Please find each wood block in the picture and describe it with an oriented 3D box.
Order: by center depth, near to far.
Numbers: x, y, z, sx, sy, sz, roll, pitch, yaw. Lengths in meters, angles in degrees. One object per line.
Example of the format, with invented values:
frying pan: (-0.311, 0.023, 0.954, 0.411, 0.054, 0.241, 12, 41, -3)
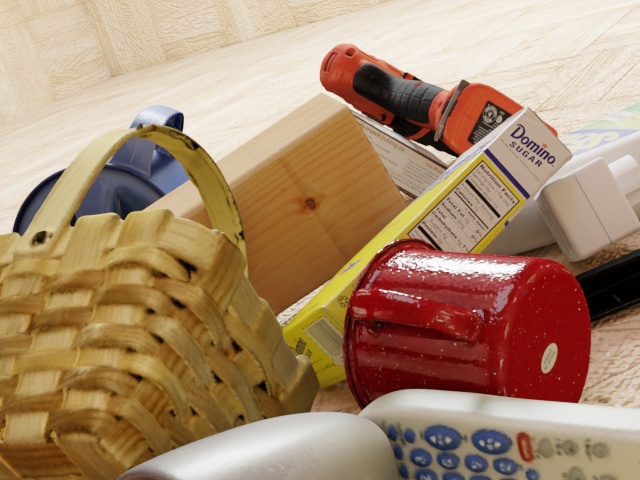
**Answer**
wood block: (-0.054, 0.001, 0.695, 0.206, 0.091, 0.090, -33, 17, -2)

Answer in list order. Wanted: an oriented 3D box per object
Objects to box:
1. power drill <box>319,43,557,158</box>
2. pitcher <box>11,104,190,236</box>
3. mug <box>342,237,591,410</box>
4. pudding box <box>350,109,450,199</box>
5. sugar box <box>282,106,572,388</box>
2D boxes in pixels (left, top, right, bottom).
power drill: (0.108, -0.099, 0.896, 0.184, 0.057, 0.188, 22, 4, -34)
pitcher: (-0.151, -0.026, 0.891, 0.149, 0.145, 0.242, -25, 11, 9)
mug: (0.063, 0.043, 0.482, 0.082, 0.093, 0.117, 3, -17, 42)
pudding box: (0.054, -0.069, 0.868, 0.039, 0.113, 0.090, -61, 14, 9)
sugar box: (0.056, 0.004, 0.599, 0.176, 0.048, 0.093, -46, 3, -25)
